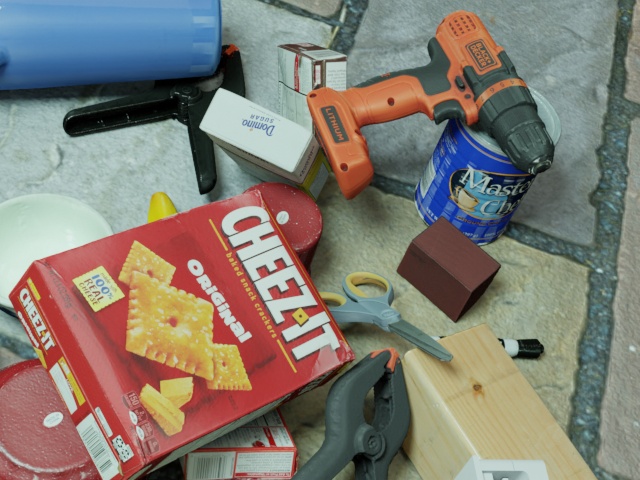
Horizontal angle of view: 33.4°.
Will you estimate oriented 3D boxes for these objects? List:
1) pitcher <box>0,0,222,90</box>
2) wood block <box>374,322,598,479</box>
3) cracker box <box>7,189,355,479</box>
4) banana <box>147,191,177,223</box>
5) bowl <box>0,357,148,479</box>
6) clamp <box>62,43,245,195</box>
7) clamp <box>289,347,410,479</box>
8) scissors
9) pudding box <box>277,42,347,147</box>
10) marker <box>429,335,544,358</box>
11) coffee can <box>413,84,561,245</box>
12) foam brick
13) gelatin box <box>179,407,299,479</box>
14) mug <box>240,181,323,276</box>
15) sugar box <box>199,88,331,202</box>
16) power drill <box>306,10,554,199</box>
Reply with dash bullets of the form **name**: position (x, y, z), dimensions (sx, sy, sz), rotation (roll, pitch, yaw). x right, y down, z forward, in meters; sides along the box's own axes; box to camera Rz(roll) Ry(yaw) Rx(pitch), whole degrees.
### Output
- **pitcher**: position (-0.223, -0.219, 1.039), dimensions (0.242, 0.145, 0.149), rotation (-3, 84, -12)
- **wood block**: position (0.145, 0.183, 0.873), dimensions (0.090, 0.090, 0.206), rotation (-16, 59, -30)
- **cracker box**: position (-0.098, 0.066, 0.804), dimensions (0.213, 0.072, 0.164), rotation (-21, 76, -41)
- **banana**: position (-0.140, 0.024, 0.923), dimensions (0.037, 0.069, 0.197), rotation (-16, 25, 11)
- **bowl**: position (-0.207, 0.147, 0.820), dimensions (0.162, 0.055, 0.162), rotation (8, 52, -11)
- **clamp**: position (-0.129, -0.130, 1.069), dimensions (0.165, 0.036, 0.209), rotation (30, 48, 16)
- **clamp**: position (0.036, 0.171, 0.846), dimensions (0.120, 0.039, 0.171), rotation (45, 59, -30)
- **scissors**: position (0.039, 0.070, 0.914), dimensions (0.096, 0.016, 0.202), rotation (-13, 20, -6)
- **pudding box**: position (-0.010, -0.144, 1.056), dimensions (0.039, 0.090, 0.114), rotation (-7, 19, -18)
- **marker**: position (0.151, 0.099, 0.989), dimensions (0.121, 0.020, 0.020), rotation (3, 52, -15)
- **coffee can**: position (0.161, -0.076, 1.050), dimensions (0.102, 0.140, 0.103), rotation (8, 51, -11)
- **foam brick**: position (0.122, 0.026, 1.015), dimensions (0.078, 0.053, 0.051), rotation (42, 53, 16)
- **gelatin box**: position (-0.068, 0.161, 0.847), dimensions (0.089, 0.030, 0.073), rotation (2, 18, -16)
- **mug**: position (-0.056, 0.001, 0.962), dimensions (0.117, 0.082, 0.093), rotation (2, 53, -16)
- **sugar box**: position (-0.045, -0.084, 0.978), dimensions (0.093, 0.176, 0.048), rotation (26, 84, 7)
- **power drill**: position (0.094, -0.106, 0.951), dimensions (0.187, 0.057, 0.184), rotation (-22, 57, -3)
